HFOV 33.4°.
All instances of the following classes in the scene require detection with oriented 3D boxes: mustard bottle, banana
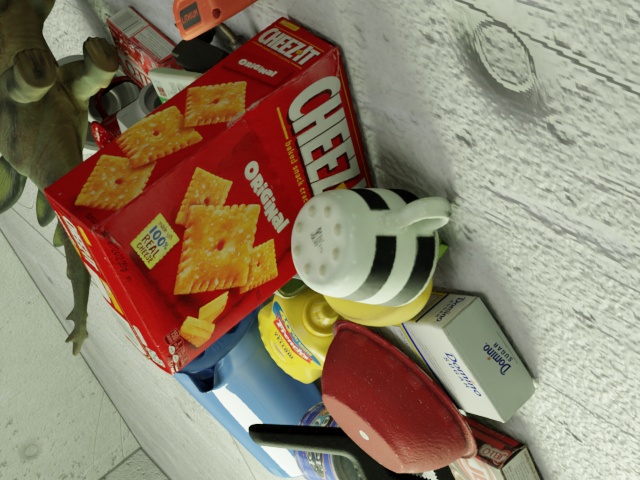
[{"bbox_3d":[-0.011,0.088,1.078,0.096,0.058,0.192,56,161,6],"label":"mustard bottle"},{"bbox_3d":[0.039,0.034,0.851,0.037,0.069,0.198,36,164,-22],"label":"banana"}]

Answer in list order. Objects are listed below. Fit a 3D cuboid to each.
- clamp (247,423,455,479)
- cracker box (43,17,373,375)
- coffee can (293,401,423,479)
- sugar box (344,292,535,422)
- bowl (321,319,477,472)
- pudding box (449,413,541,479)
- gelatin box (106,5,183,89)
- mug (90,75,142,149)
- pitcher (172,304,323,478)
[{"bbox_3d":[0.046,0.191,1.025,0.210,0.164,0.036,48,-172,-14],"label":"clamp"},{"bbox_3d":[-0.066,-0.028,0.757,0.072,0.213,0.164,36,155,37],"label":"cracker box"},{"bbox_3d":[0.039,0.219,1.126,0.103,0.102,0.140,54,161,-4],"label":"coffee can"},{"bbox_3d":[0.091,0.086,0.858,0.093,0.048,0.176,56,158,-15],"label":"sugar box"},{"bbox_3d":[0.052,0.143,0.894,0.162,0.055,0.162,41,162,16],"label":"bowl"},{"bbox_3d":[0.157,0.215,0.939,0.090,0.039,0.113,19,142,58],"label":"pudding box"},{"bbox_3d":[-0.161,-0.169,1.013,0.089,0.030,0.073,42,159,29],"label":"gelatin box"},{"bbox_3d":[-0.178,-0.112,1.073,0.117,0.081,0.093,55,161,-7],"label":"mug"},{"bbox_3d":[-0.076,0.165,1.266,0.145,0.149,0.242,17,149,48],"label":"pitcher"}]
